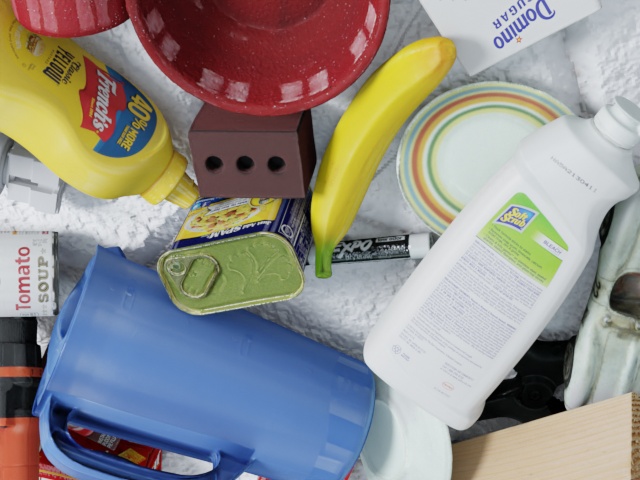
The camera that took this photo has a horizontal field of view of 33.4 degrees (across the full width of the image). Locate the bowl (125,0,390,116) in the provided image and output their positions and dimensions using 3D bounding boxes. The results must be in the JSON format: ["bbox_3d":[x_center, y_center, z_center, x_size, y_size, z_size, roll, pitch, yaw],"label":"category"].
[{"bbox_3d":[-0.036,-0.160,0.660,0.162,0.055,0.162,3,126,5],"label":"bowl"}]

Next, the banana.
[{"bbox_3d":[0.036,-0.065,0.709,0.037,0.070,0.198,2,133,-29],"label":"banana"}]

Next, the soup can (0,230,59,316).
[{"bbox_3d":[-0.253,0.026,0.817,0.102,0.068,0.068,0,127,-13],"label":"soup can"}]

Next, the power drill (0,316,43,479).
[{"bbox_3d":[-0.306,0.130,0.891,0.188,0.184,0.057,-10,166,34],"label":"power drill"}]

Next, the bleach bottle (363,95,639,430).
[{"bbox_3d":[0.134,0.013,0.713,0.102,0.068,0.251,35,121,-3],"label":"bleach bottle"}]

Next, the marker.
[{"bbox_3d":[0.023,0.008,0.792,0.121,0.020,0.020,-5,124,16],"label":"marker"}]

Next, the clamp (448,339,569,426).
[{"bbox_3d":[0.161,0.100,0.817,0.210,0.036,0.165,10,123,5],"label":"clamp"}]

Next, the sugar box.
[{"bbox_3d":[0.083,-0.191,0.623,0.093,0.048,0.176,-24,120,27],"label":"sugar box"}]

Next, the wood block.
[{"bbox_3d":[0.171,0.191,0.786,0.090,0.090,0.207,30,142,-27],"label":"wood block"}]

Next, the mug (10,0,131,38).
[{"bbox_3d":[-0.164,-0.183,0.663,0.117,0.093,0.081,28,138,31],"label":"mug"}]

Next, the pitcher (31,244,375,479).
[{"bbox_3d":[-0.087,0.114,0.805,0.242,0.145,0.149,22,92,-13],"label":"pitcher"}]

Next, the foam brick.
[{"bbox_3d":[-0.046,-0.064,0.736,0.078,0.051,0.053,1,125,12],"label":"foam brick"}]

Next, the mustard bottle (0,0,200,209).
[{"bbox_3d":[-0.160,-0.083,0.718,0.191,0.096,0.058,38,127,-22],"label":"mustard bottle"}]

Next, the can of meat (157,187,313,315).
[{"bbox_3d":[-0.055,0.001,0.764,0.102,0.084,0.057,-11,122,19],"label":"can of meat"}]
